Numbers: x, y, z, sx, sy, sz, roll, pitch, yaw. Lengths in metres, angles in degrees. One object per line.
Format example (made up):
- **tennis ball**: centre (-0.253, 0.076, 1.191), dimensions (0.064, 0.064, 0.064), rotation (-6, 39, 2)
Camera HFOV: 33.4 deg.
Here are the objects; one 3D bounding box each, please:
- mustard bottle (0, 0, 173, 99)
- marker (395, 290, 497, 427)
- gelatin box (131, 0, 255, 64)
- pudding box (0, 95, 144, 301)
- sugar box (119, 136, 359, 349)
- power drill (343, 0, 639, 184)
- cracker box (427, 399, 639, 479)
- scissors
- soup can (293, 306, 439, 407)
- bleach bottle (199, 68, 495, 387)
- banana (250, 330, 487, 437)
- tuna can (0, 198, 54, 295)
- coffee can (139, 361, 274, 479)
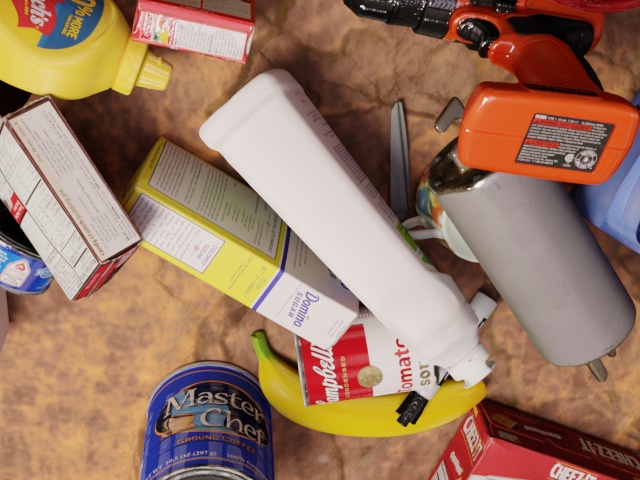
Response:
- **mustard bottle**: centre (-0.187, -0.139, 0.684), dimensions (0.191, 0.096, 0.058), rotation (20, 133, -14)
- **marker**: centre (0.097, 0.094, 0.835), dimensions (0.020, 0.020, 0.121), rotation (35, 89, -18)
- **gelatin box**: centre (-0.081, -0.145, 0.693), dimensions (0.073, 0.089, 0.030), rotation (11, 114, -9)
- **pudding box**: centre (-0.168, -0.024, 0.691), dimensions (0.039, 0.090, 0.113), rotation (-35, 89, -31)
- **sugar box**: centre (-0.055, 0.001, 0.754), dimensions (0.176, 0.093, 0.048), rotation (33, 115, -13)
- **power drill**: centre (0.108, -0.117, 0.668), dimensions (0.184, 0.187, 0.057), rotation (5, 130, -10)
- **cracker box**: centre (0.159, 0.256, 0.906), dimensions (0.164, 0.072, 0.214), rotation (21, 111, -14)
- **scissors**: centre (0.044, 0.000, 0.810), dimensions (0.096, 0.016, 0.202), rotation (-18, 115, 4)
- **soup can**: centre (0.033, 0.084, 0.801), dimensions (0.102, 0.068, 0.068), rotation (-8, 115, -1)
- **bleach bottle**: centre (0.028, -0.001, 0.724), dimensions (0.068, 0.102, 0.251), rotation (-40, 92, 13)
- **banana**: centre (0.034, 0.126, 0.855), dimensions (0.197, 0.037, 0.070), rotation (12, 113, -10)
- **tuna can**: centre (-0.219, -0.002, 0.751), dimensions (0.086, 0.086, 0.034), rotation (33, 107, -18)
- **coffee can**: centre (-0.085, 0.171, 0.810), dimensions (0.102, 0.140, 0.103), rotation (-2, 115, -4)
